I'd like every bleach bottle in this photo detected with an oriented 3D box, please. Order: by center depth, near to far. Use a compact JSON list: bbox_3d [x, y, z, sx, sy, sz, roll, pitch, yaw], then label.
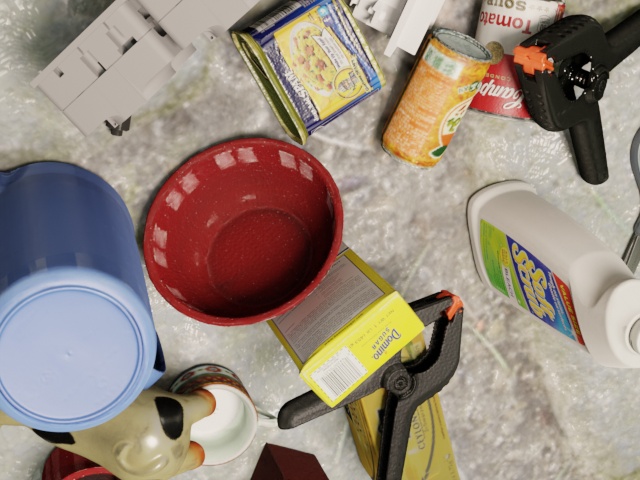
[{"bbox_3d":[0.200,0.029,0.850,0.068,0.251,0.102,-16,110,-12],"label":"bleach bottle"}]

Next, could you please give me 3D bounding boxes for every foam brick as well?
[{"bbox_3d":[-0.026,0.221,0.934,0.051,0.078,0.053,19,99,-19],"label":"foam brick"}]

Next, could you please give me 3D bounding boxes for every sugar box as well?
[{"bbox_3d":[0.007,0.055,0.841,0.093,0.176,0.048,-40,111,-2],"label":"sugar box"}]

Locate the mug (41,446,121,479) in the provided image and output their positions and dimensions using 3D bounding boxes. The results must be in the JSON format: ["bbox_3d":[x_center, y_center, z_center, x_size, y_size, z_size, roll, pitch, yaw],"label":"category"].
[{"bbox_3d":[-0.176,0.213,0.885,0.117,0.081,0.093,12,102,-19],"label":"mug"}]

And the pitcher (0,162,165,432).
[{"bbox_3d":[-0.175,0.041,0.747,0.149,0.243,0.145,0,107,-17],"label":"pitcher"}]

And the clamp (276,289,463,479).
[{"bbox_3d":[0.061,0.119,0.845,0.171,0.039,0.120,-44,115,-2],"label":"clamp"}]

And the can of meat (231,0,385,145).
[{"bbox_3d":[-0.008,-0.141,0.844,0.084,0.057,0.102,-33,113,-7],"label":"can of meat"}]

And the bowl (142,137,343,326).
[{"bbox_3d":[-0.056,0.001,0.844,0.162,0.162,0.055,-35,152,-4],"label":"bowl"}]

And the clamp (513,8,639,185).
[{"bbox_3d":[0.221,-0.141,0.877,0.209,0.036,0.164,15,98,-54],"label":"clamp"}]

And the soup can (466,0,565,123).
[{"bbox_3d":[0.159,-0.154,0.882,0.068,0.068,0.102,6,105,-18],"label":"soup can"}]
